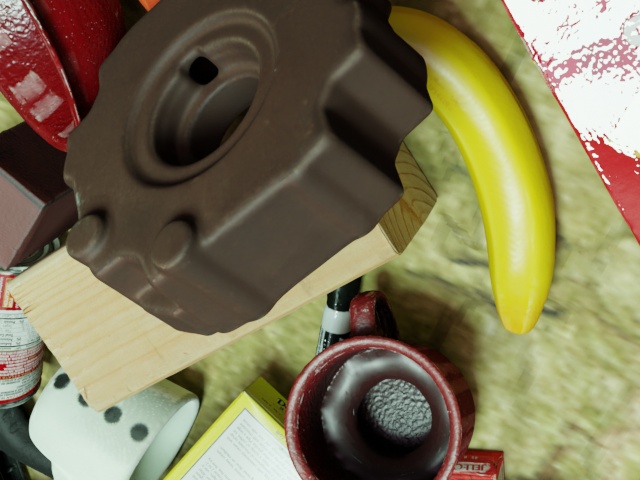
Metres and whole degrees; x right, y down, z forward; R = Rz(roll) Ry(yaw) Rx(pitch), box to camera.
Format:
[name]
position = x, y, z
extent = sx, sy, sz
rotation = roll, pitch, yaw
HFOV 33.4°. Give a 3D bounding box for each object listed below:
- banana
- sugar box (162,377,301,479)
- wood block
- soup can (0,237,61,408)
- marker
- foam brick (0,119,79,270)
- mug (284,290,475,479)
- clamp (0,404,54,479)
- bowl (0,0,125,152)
[banana]
position = 0.075, -0.045, 0.539
extent = 0.070, 0.037, 0.197
rotation = -32, 103, 15
[sugar box]
position = -0.063, 0.176, 0.628
extent = 0.093, 0.048, 0.176
rotation = 43, 104, 5
[wood block]
position = -0.054, 0.001, 0.575
extent = 0.206, 0.090, 0.091
rotation = -28, 99, 26
[soup can]
position = -0.198, 0.043, 0.651
extent = 0.068, 0.068, 0.102
rotation = 21, 117, 9
[marker]
position = 0.006, 0.066, 0.621
extent = 0.020, 0.020, 0.121
rotation = 15, 115, 12
[foam brick]
position = -0.166, -0.030, 0.607
extent = 0.053, 0.078, 0.051
rotation = 39, 118, 2
[mug]
position = 0.035, 0.085, 0.577
extent = 0.093, 0.081, 0.117
rotation = -13, 83, 17
[clamp]
position = -0.207, 0.127, 0.705
extent = 0.120, 0.039, 0.171
rotation = -29, 101, 29
[bowl]
position = -0.149, -0.127, 0.547
extent = 0.162, 0.055, 0.162
rotation = 45, 158, 24
